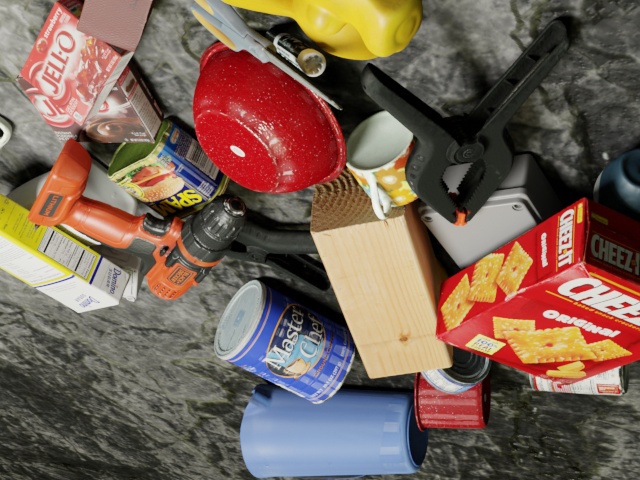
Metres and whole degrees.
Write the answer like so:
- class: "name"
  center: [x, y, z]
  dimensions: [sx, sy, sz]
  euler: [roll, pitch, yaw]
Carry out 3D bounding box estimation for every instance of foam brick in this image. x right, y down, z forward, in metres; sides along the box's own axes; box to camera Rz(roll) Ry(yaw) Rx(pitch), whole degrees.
- class: "foam brick"
  center: [-0.159, -0.201, 0.862]
  dimensions: [0.053, 0.051, 0.078]
  euler: [21, 149, -12]

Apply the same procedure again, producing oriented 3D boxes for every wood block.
- class: "wood block"
  center: [0.064, 0.031, 1.048]
  dimensions: [0.091, 0.090, 0.206]
  euler: [-10, 130, 14]

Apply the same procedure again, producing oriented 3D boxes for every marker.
- class: "marker"
  center: [-0.022, -0.151, 0.845]
  dimensions: [0.020, 0.020, 0.121]
  euler: [31, -172, -25]

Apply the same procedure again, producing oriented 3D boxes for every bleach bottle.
- class: "bleach bottle"
  center: [-0.323, -0.027, 1.213]
  dimensions: [0.251, 0.068, 0.102]
  euler: [-11, 139, 41]

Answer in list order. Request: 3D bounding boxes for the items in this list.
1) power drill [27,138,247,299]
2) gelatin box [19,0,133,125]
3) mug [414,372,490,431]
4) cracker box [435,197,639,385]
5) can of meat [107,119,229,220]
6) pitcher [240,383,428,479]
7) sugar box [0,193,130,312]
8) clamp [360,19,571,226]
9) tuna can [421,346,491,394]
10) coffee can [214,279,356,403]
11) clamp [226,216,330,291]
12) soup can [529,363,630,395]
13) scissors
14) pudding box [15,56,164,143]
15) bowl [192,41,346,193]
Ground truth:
- class: "power drill"
  center: [-0.180, -0.023, 1.045]
  dimensions: [0.187, 0.057, 0.185]
  euler: [30, 140, -14]
- class: "gelatin box"
  center: [-0.214, -0.156, 0.932]
  dimensions: [0.073, 0.030, 0.089]
  euler: [40, 125, -1]
- class: "mug"
  center: [0.164, 0.180, 1.320]
  dimensions: [0.082, 0.093, 0.117]
  euler: [-1, 110, 18]
- class: "cracker box"
  center: [0.230, 0.057, 0.964]
  dimensions: [0.164, 0.072, 0.214]
  euler: [21, 151, -21]
- class: "can of meat"
  center: [-0.153, -0.070, 1.070]
  dimensions: [0.083, 0.057, 0.102]
  euler: [38, 143, -29]
- class: "pitcher"
  center: [0.024, 0.272, 1.485]
  dimensions: [0.243, 0.145, 0.149]
  euler: [-3, 177, 23]
- class: "sugar box"
  center: [-0.305, 0.017, 1.166]
  dimensions: [0.176, 0.048, 0.094]
  euler: [34, 150, -33]
- class: "clamp"
  center: [0.105, -0.085, 0.868]
  dimensions: [0.164, 0.036, 0.210]
  euler: [-9, 142, -11]
- class: "tuna can"
  center: [0.155, 0.131, 1.233]
  dimensions: [0.086, 0.086, 0.034]
  euler: [25, 147, -16]
- class: "coffee can"
  center: [-0.043, 0.123, 1.291]
  dimensions: [0.140, 0.102, 0.103]
  euler: [29, 147, -23]
- class: "clamp"
  center: [-0.058, 0.001, 1.160]
  dimensions: [0.171, 0.039, 0.120]
  euler: [18, 148, -5]
- class: "soup can"
  center: [0.291, 0.137, 1.198]
  dimensions: [0.102, 0.068, 0.068]
  euler: [0, 146, 23]
- class: "scissors"
  center: [-0.057, -0.161, 0.804]
  dimensions: [0.202, 0.016, 0.096]
  euler: [38, 169, 51]
- class: "pudding box"
  center: [-0.216, -0.134, 1.009]
  dimensions: [0.114, 0.039, 0.090]
  euler: [1, 146, 22]
- class: "bowl"
  center: [-0.058, -0.094, 0.934]
  dimensions: [0.162, 0.055, 0.162]
  euler: [30, 151, 18]
